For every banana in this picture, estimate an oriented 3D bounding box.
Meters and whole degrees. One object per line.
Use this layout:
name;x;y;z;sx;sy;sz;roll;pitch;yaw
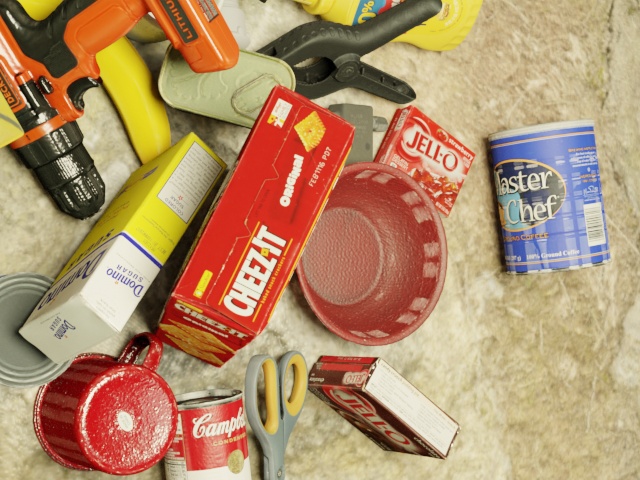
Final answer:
banana;-0.178;-0.138;0.841;0.069;0.037;0.197;-45;110;6

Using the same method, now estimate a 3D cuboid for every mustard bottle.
mustard bottle;0.056;-0.221;0.963;0.191;0.058;0.096;-4;132;-31

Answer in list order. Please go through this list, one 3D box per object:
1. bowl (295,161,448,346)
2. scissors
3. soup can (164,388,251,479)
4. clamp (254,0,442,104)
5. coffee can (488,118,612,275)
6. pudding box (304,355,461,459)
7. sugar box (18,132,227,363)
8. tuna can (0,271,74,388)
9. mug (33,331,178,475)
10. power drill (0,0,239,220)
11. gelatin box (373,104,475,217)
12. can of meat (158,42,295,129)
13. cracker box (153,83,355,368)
bowl;0.034;0.013;0.949;0.161;0.055;0.162;2;86;-32
scissors;-0.031;0.182;0.917;0.096;0.016;0.202;-38;126;-53
soup can;-0.090;0.175;0.854;0.068;0.069;0.102;-7;91;-32
clamp;0.023;-0.155;0.944;0.171;0.039;0.120;-13;137;-10
coffee can;0.224;-0.042;1.044;0.102;0.103;0.140;-9;92;-32
pudding box;0.054;0.145;0.933;0.113;0.090;0.039;40;67;-24
sugar box;-0.144;0.003;0.788;0.048;0.094;0.176;45;47;-17
tuna can;-0.224;0.067;0.796;0.086;0.034;0.086;2;86;-32
mug;-0.153;0.122;0.809;0.093;0.082;0.117;39;68;-24
power drill;-0.157;-0.122;0.777;0.188;0.057;0.184;-24;110;15
gelatin box;0.097;-0.074;1.009;0.089;0.030;0.073;35;69;-26
can of meat;-0.075;-0.122;0.853;0.102;0.084;0.057;15;92;-6
cracker box;-0.055;0.001;0.796;0.072;0.214;0.164;26;74;-6
